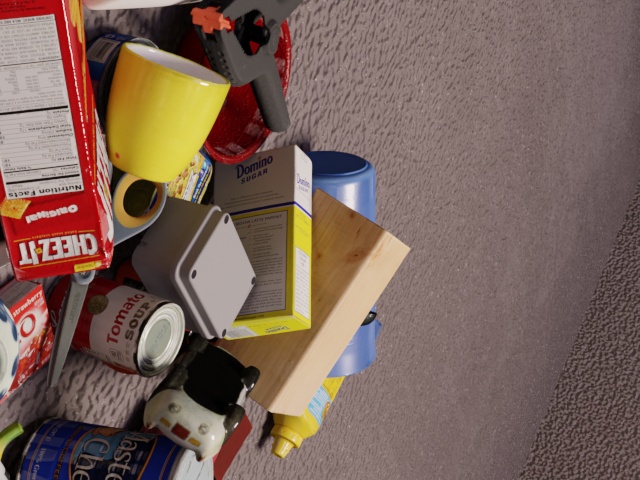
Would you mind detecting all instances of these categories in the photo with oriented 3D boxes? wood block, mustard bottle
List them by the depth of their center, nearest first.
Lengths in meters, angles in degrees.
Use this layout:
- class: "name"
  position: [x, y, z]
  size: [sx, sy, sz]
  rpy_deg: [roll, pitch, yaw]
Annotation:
- class: "wood block"
  position: [-0.012, 0.064, 1.065]
  size: [0.206, 0.090, 0.090]
  rpy_deg: [-57, 156, 1]
- class: "mustard bottle"
  position: [-0.013, 0.190, 1.368]
  size: [0.191, 0.058, 0.096]
  rpy_deg: [-62, 154, -23]

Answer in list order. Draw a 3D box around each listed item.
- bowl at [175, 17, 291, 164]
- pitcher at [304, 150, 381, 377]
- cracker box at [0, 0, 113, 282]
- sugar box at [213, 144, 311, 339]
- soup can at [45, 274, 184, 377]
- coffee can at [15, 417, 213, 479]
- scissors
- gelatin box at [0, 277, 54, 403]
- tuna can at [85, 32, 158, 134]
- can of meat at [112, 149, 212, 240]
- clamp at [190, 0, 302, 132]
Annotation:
- class: "bowl"
  position: [-0.091, -0.155, 0.995]
  size: [0.161, 0.055, 0.162]
  rpy_deg: [-43, 141, -48]
- class: "pitcher"
  position: [-0.005, 0.028, 1.220]
  size: [0.149, 0.145, 0.243]
  rpy_deg: [-52, 146, -64]
- class: "cracker box"
  position: [-0.186, -0.107, 0.713]
  size: [0.164, 0.072, 0.214]
  rpy_deg: [-109, -166, -55]
- class: "sugar box"
  position: [-0.056, 0.001, 1.022]
  size: [0.048, 0.093, 0.176]
  rpy_deg: [43, 44, -55]
- class: "soup can"
  position: [-0.175, 0.070, 0.905]
  size: [0.068, 0.102, 0.068]
  rpy_deg: [-42, 141, -47]
- class: "coffee can"
  position: [-0.176, 0.213, 0.922]
  size: [0.102, 0.140, 0.103]
  rpy_deg: [6, 90, -75]
- class: "scissors"
  position: [-0.174, 0.018, 0.872]
  size: [0.016, 0.096, 0.202]
  rpy_deg: [167, -77, -76]
- class: "gelatin box"
  position: [-0.251, 0.083, 0.840]
  size: [0.089, 0.030, 0.073]
  rpy_deg: [-47, 144, -45]
- class: "tuna can"
  position: [-0.166, -0.128, 0.882]
  size: [0.086, 0.034, 0.086]
  rpy_deg: [-43, 141, -48]
- class: "can of meat"
  position: [-0.145, -0.052, 0.947]
  size: [0.102, 0.057, 0.084]
  rpy_deg: [-68, 156, -13]
- class: "clamp"
  position: [-0.051, -0.189, 0.934]
  size: [0.209, 0.036, 0.164]
  rpy_deg: [11, 93, -71]
